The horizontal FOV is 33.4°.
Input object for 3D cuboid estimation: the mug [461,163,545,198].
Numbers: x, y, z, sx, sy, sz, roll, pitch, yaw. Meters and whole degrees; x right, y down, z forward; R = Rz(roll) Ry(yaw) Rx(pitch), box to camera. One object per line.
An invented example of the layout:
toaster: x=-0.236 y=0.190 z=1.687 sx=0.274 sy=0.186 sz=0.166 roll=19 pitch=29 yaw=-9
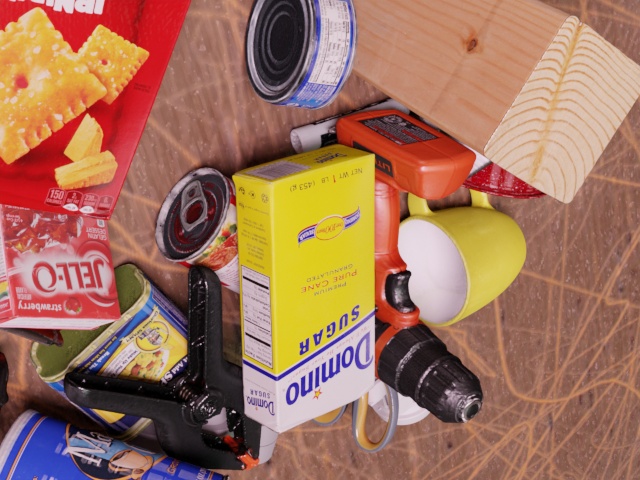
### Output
mug: x=0.126 y=-0.085 z=0.803 sx=0.117 sy=0.093 sz=0.081 roll=1 pitch=112 yaw=-26

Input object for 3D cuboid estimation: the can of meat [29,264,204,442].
can of meat: x=-0.137 y=0.077 z=0.741 sx=0.102 sy=0.057 sz=0.084 roll=-43 pitch=131 yaw=-4

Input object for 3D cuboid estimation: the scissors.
scissors: x=0.024 y=0.069 z=0.864 sx=0.016 sy=0.096 sz=0.202 roll=-2 pitch=88 yaw=-57

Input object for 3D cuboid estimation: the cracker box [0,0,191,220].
cracker box: x=-0.163 y=-0.126 z=0.587 sx=0.163 sy=0.072 sz=0.214 roll=11 pitch=110 yaw=-39

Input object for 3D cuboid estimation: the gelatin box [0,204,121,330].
gelatin box: x=-0.166 y=0.016 z=0.659 sx=0.030 sy=0.073 sz=0.089 roll=-19 pitch=164 yaw=31

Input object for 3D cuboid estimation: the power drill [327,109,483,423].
power drill: x=0.056 y=0.015 z=0.748 sx=0.057 sy=0.185 sz=0.188 roll=-14 pitch=124 yaw=-35

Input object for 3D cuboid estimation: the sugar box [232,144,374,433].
sugar box: x=-0.008 y=0.032 z=0.714 sx=0.093 sy=0.048 sz=0.176 roll=-19 pitch=114 yaw=-37

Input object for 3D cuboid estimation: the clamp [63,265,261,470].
clamp: x=-0.095 y=0.108 z=0.721 sx=0.120 sy=0.039 sz=0.171 roll=-30 pitch=127 yaw=-13

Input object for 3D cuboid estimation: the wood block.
wood block: x=0.087 y=-0.117 z=0.673 sx=0.090 sy=0.206 sz=0.091 roll=22 pitch=103 yaw=-41

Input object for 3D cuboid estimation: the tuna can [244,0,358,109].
tuna can: x=-0.014 y=-0.127 z=0.680 sx=0.033 sy=0.086 sz=0.086 roll=2 pitch=116 yaw=-33

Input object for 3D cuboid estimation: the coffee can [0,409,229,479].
coffee can: x=-0.142 y=0.180 z=0.692 sx=0.140 sy=0.102 sz=0.103 roll=18 pitch=110 yaw=0

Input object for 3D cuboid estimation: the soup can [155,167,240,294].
soup can: x=-0.055 y=0.001 z=0.743 sx=0.102 sy=0.069 sz=0.068 roll=31 pitch=97 yaw=-43

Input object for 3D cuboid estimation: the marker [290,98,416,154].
marker: x=0.035 y=-0.089 z=0.781 sx=0.121 sy=0.020 sz=0.020 roll=-21 pitch=127 yaw=-23
